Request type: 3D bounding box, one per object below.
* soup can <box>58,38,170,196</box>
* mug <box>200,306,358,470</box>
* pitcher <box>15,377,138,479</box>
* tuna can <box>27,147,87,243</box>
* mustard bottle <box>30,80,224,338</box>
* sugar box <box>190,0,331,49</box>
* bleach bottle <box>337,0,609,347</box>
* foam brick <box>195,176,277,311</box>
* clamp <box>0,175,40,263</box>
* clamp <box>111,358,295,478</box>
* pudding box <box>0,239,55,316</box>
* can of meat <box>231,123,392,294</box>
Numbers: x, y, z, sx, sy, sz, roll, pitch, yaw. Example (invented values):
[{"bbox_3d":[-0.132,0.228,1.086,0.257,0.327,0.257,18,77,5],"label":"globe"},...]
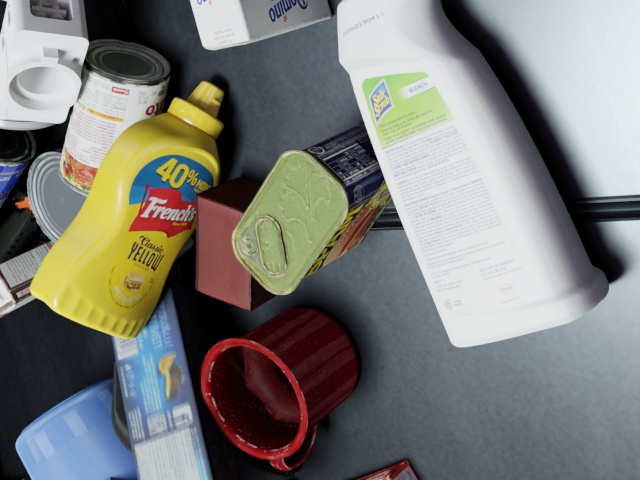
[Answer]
[{"bbox_3d":[-0.154,-0.090,0.797,0.069,0.068,0.102,33,124,21],"label":"soup can"},{"bbox_3d":[-0.024,0.110,0.777,0.093,0.081,0.117,3,110,35],"label":"mug"},{"bbox_3d":[-0.151,0.240,0.890,0.149,0.144,0.243,-39,81,40],"label":"pitcher"},{"bbox_3d":[-0.198,-0.035,0.873,0.086,0.033,0.086,15,117,31],"label":"tuna can"},{"bbox_3d":[-0.123,-0.028,0.764,0.058,0.096,0.191,27,87,37],"label":"mustard bottle"},{"bbox_3d":[-0.054,-0.212,0.656,0.048,0.093,0.176,-1,108,37],"label":"sugar box"},{"bbox_3d":[0.079,-0.066,0.642,0.103,0.067,0.251,-20,95,39],"label":"bleach bottle"},{"bbox_3d":[-0.055,0.001,0.773,0.051,0.052,0.078,18,120,29],"label":"foam brick"},{"bbox_3d":[-0.320,-0.009,0.967,0.210,0.036,0.164,-2,100,34],"label":"clamp"},{"bbox_3d":[-0.117,0.164,0.846,0.171,0.120,0.039,38,144,18],"label":"clamp"},{"bbox_3d":[-0.268,0.040,0.920,0.114,0.089,0.039,-25,96,39],"label":"pudding box"},{"bbox_3d":[0.001,-0.023,0.701,0.057,0.083,0.102,45,128,12],"label":"can of meat"}]
